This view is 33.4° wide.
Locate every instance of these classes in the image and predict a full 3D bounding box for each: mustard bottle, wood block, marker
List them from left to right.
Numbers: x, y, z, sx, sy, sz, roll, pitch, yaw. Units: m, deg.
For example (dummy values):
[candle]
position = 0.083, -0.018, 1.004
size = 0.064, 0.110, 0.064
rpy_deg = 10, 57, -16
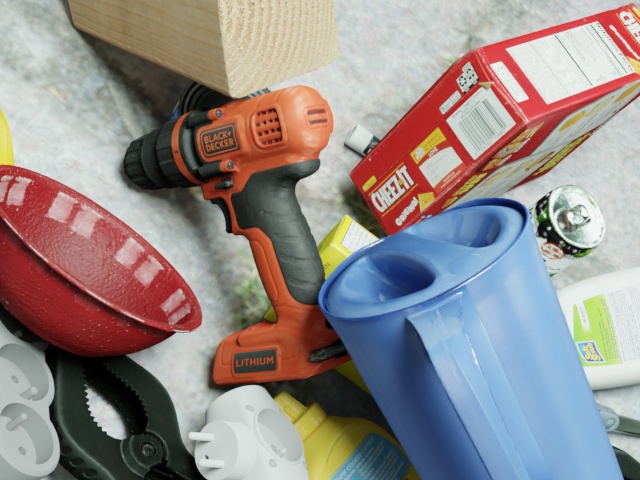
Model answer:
[wood block]
position = -0.090, -0.176, 0.733
size = 0.090, 0.090, 0.206
rpy_deg = -26, 36, -32
[mustard bottle]
position = 0.032, 0.179, 0.722
size = 0.191, 0.058, 0.096
rpy_deg = 48, 47, 1
[marker]
position = 0.075, -0.054, 0.869
size = 0.121, 0.020, 0.020
rpy_deg = 33, 58, -9

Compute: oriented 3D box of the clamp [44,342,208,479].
[clamp]
position = -0.119, 0.145, 0.660
size = 0.210, 0.036, 0.164
rpy_deg = 52, 35, 8

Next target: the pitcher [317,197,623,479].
[pitcher]
position = 0.106, 0.109, 0.646
size = 0.149, 0.145, 0.243
rpy_deg = -40, 111, -35

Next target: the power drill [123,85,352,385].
[power drill]
position = -0.055, 0.001, 0.718
size = 0.057, 0.185, 0.187
rpy_deg = -17, 95, -46

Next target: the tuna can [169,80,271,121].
[tuna can]
position = -0.070, -0.084, 0.804
size = 0.086, 0.034, 0.086
rpy_deg = 10, 65, -21

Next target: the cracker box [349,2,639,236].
[cracker box]
position = 0.148, -0.094, 0.816
size = 0.213, 0.164, 0.072
rpy_deg = -23, 76, -41

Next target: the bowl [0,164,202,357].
[bowl]
position = -0.154, 0.023, 0.665
size = 0.162, 0.162, 0.055
rpy_deg = 38, 99, -6
